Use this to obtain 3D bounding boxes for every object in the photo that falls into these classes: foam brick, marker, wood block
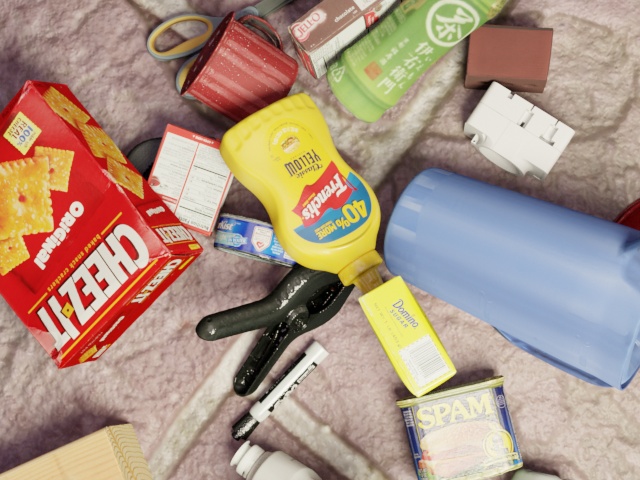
[{"bbox_3d":[0.179,-0.172,1.017,0.078,0.053,0.051,4,83,7],"label":"foam brick"},{"bbox_3d":[-0.040,0.144,1.016,0.020,0.020,0.121,44,89,9],"label":"marker"},{"bbox_3d":[-0.264,0.254,0.989,0.206,0.090,0.091,-24,80,3],"label":"wood block"}]

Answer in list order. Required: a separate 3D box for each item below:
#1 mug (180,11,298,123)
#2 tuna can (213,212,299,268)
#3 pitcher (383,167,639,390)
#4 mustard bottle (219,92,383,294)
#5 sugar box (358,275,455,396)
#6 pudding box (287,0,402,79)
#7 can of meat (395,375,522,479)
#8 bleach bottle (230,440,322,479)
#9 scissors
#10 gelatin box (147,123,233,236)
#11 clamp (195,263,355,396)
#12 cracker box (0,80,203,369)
[{"bbox_3d":[-0.071,-0.166,1.021,0.081,0.093,0.117,31,54,-17],"label":"mug"},{"bbox_3d":[-0.057,0.001,1.002,0.086,0.086,0.034,14,86,7],"label":"tuna can"},{"bbox_3d":[0.182,0.031,0.941,0.243,0.144,0.149,23,98,25],"label":"pitcher"},{"bbox_3d":[-0.003,-0.032,0.953,0.096,0.058,0.191,-30,82,-21],"label":"mustard bottle"},{"bbox_3d":[0.077,0.086,0.932,0.048,0.176,0.093,-30,82,3],"label":"sugar box"},{"bbox_3d":[0.025,-0.210,1.018,0.113,0.090,0.039,-35,83,0],"label":"pudding box"},{"bbox_3d":[0.128,0.176,0.977,0.102,0.057,0.084,-14,84,4],"label":"can of meat"},{"bbox_3d":[0.026,0.268,0.964,0.251,0.102,0.068,34,76,15],"label":"bleach bottle"},{"bbox_3d":[-0.073,-0.203,1.065,0.202,0.016,0.096,-14,83,4],"label":"scissors"},{"bbox_3d":[-0.123,-0.056,1.009,0.073,0.030,0.089,19,90,1],"label":"gelatin box"},{"bbox_3d":[-0.031,0.075,0.998,0.171,0.120,0.039,-29,55,-16],"label":"clamp"},{"bbox_3d":[-0.239,-0.015,0.984,0.164,0.072,0.214,-44,77,18],"label":"cracker box"}]
